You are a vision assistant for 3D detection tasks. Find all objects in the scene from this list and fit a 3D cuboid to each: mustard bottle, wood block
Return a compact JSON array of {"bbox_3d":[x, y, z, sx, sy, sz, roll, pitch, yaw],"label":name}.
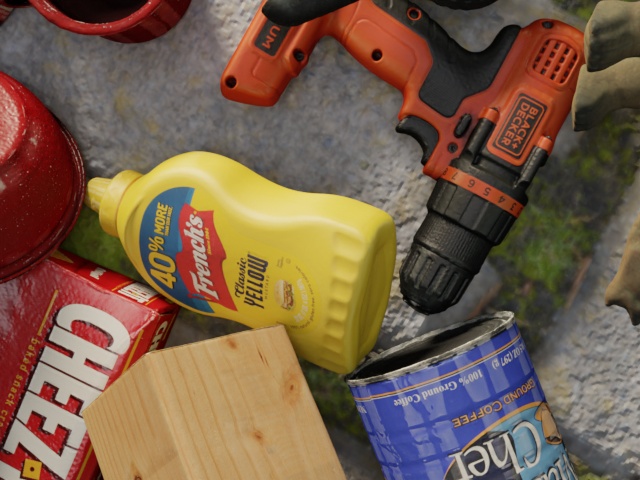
[{"bbox_3d":[-0.054,0.001,0.611,0.192,0.058,0.096,20,126,21],"label":"mustard bottle"},{"bbox_3d":[-0.037,0.160,0.549,0.091,0.090,0.206,-41,66,45],"label":"wood block"}]

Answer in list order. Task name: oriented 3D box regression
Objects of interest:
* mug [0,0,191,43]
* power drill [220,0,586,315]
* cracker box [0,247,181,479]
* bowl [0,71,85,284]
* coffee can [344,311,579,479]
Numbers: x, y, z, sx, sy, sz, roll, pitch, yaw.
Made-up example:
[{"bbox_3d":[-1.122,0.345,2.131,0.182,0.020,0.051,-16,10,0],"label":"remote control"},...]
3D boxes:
[{"bbox_3d":[-0.129,-0.155,0.614,0.117,0.081,0.093,-17,91,5],"label":"mug"},{"bbox_3d":[0.040,-0.073,0.617,0.187,0.057,0.184,29,91,0],"label":"power drill"},{"bbox_3d":[-0.215,0.070,0.637,0.213,0.072,0.164,24,95,3],"label":"cracker box"},{"bbox_3d":[-0.211,-0.051,0.594,0.162,0.055,0.162,7,54,-11],"label":"bowl"},{"bbox_3d":[0.086,0.123,0.597,0.103,0.103,0.140,-22,91,5],"label":"coffee can"}]
